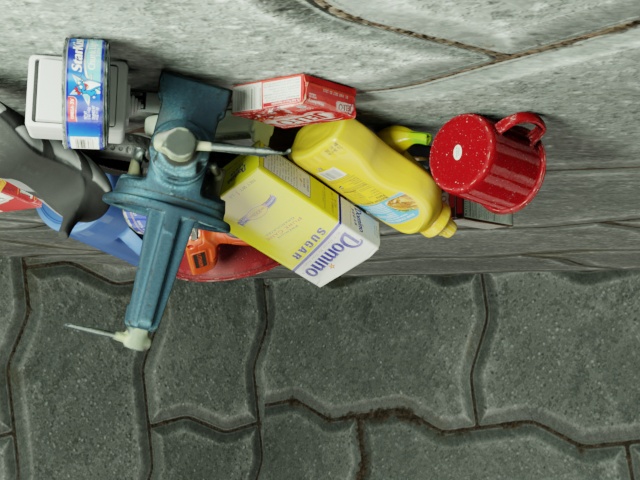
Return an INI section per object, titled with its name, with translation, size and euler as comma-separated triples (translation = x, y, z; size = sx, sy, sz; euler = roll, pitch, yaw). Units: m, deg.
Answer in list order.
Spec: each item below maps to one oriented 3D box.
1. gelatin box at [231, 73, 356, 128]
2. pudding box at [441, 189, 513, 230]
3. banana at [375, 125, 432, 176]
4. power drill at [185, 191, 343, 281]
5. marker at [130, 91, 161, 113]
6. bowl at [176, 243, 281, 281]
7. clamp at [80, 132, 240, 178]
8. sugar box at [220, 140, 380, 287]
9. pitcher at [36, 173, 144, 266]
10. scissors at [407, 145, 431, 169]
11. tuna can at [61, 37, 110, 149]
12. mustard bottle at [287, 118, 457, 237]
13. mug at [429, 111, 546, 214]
[gelatin box]
translation = -0.024, -0.123, 0.956
size = 0.089, 0.030, 0.073
euler = -2, 173, 40
[pudding box]
translation = 0.178, -0.061, 1.221
size = 0.039, 0.090, 0.113
euler = -4, 173, 42
[banana]
translation = 0.089, -0.087, 1.159
size = 0.070, 0.037, 0.197
euler = 28, 175, 13
[power drill]
translation = -0.058, 0.002, 1.221
size = 0.187, 0.057, 0.184
euler = -3, 154, -1
[marker]
translation = -0.208, -0.132, 0.990
size = 0.121, 0.020, 0.020
euler = 3, 175, -11
[bowl]
translation = -0.118, 0.001, 1.361
size = 0.162, 0.055, 0.162
euler = -8, -163, 2
[clamp]
translation = -0.163, -0.083, 1.106
size = 0.209, 0.036, 0.165
euler = 13, 165, -30
[sugar box]
translation = -0.030, -0.022, 1.091
size = 0.176, 0.048, 0.093
euler = 34, 129, -31
[pitcher]
translation = -0.263, -0.036, 1.401
size = 0.149, 0.145, 0.242
euler = 4, 172, 17
[scissors]
translation = 0.045, -0.102, 1.238
size = 0.201, 0.016, 0.096
euler = 4, 172, -25
[tuna can]
translation = -0.181, -0.113, 0.827
size = 0.033, 0.086, 0.086
euler = 1, 175, -9
[mustard bottle]
translation = 0.066, -0.057, 1.089
size = 0.191, 0.058, 0.096
euler = 33, 155, -24
[mug]
translation = 0.171, -0.085, 1.055
size = 0.081, 0.093, 0.117
euler = 13, 137, -42
